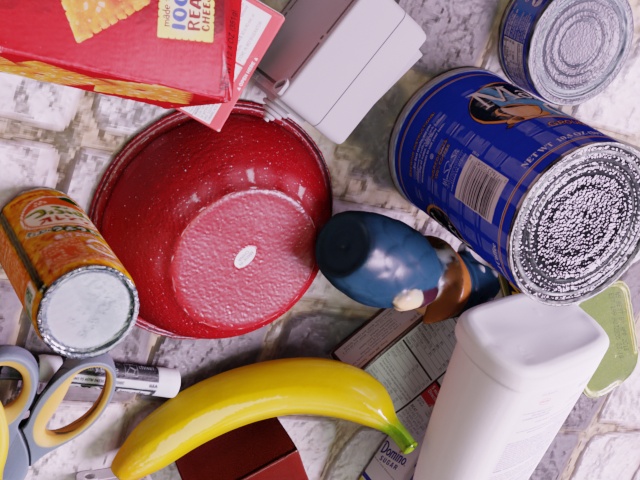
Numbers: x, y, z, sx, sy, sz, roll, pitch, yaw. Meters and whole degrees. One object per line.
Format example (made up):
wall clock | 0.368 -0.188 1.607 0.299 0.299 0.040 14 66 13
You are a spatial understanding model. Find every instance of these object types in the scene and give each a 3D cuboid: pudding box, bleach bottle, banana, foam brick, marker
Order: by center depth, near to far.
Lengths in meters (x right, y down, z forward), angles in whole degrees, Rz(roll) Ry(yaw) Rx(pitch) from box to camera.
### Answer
marker | -0.144 0.082 0.656 0.120 0.020 0.020 11 109 -32
banana | -0.039 0.112 0.694 0.198 0.069 0.037 -6 149 -1
bleach bottle | 0.103 0.152 0.721 0.102 0.068 0.251 -12 134 -37
foam brick | -0.052 0.163 0.727 0.078 0.051 0.053 -26 125 -13
pudding box | 0.076 0.081 0.759 0.113 0.039 0.090 -40 124 -7

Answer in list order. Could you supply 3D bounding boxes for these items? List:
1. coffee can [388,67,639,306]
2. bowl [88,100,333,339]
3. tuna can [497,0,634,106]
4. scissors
coffee can | 0.119 -0.037 0.656 0.102 0.140 0.103 -12 120 -22
bowl | -0.054 0.001 0.638 0.161 0.055 0.162 -12 120 -22
tuna can | 0.160 -0.132 0.694 0.086 0.034 0.086 -12 120 -22
scissors | -0.202 0.134 0.642 0.096 0.016 0.202 32 106 -37
